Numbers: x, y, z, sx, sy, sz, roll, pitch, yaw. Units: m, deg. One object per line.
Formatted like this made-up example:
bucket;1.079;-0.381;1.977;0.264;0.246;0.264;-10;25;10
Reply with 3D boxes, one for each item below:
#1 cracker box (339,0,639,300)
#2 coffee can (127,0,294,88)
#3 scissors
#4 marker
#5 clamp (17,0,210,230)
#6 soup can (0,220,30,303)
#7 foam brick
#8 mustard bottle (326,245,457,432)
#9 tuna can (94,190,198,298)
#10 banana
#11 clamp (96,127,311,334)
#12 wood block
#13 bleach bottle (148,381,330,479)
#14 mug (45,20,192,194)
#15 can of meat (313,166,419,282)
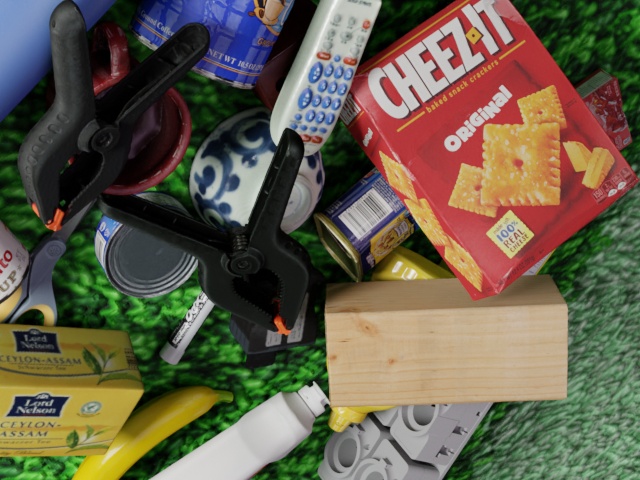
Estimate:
cracker box;0.135;-0.084;0.883;0.164;0.072;0.214;-36;90;-14
coffee can;-0.063;-0.194;0.758;0.102;0.103;0.140;15;110;-37
scissors;-0.211;0.021;0.864;0.201;0.016;0.096;-40;133;-3
marker;-0.104;0.058;0.950;0.020;0.020;0.121;26;103;-40
clamp;-0.154;-0.081;0.689;0.120;0.039;0.172;14;117;-50
soup can;-0.268;-0.003;0.779;0.068;0.069;0.102;-37;132;-6
foam brick;-0.023;-0.145;0.847;0.078;0.051;0.053;-38;132;-6
mustard bottle;0.061;0.106;1.040;0.096;0.058;0.192;30;106;0
tuna can;-0.142;0.003;0.881;0.086;0.034;0.086;-15;126;-23
banana;-0.169;0.192;0.984;0.197;0.037;0.069;-36;131;-6
clamp;-0.056;0.001;0.854;0.165;0.036;0.210;-20;134;16
wood block;0.109;0.089;0.953;0.206;0.091;0.090;-3;107;2
bleach bottle;-0.099;0.218;1.010;0.250;0.068;0.102;-36;170;-9
mug;-0.152;-0.102;0.776;0.093;0.082;0.117;-14;126;-23
can of meat;0.046;-0.018;0.948;0.084;0.057;0.102;-40;164;-7
